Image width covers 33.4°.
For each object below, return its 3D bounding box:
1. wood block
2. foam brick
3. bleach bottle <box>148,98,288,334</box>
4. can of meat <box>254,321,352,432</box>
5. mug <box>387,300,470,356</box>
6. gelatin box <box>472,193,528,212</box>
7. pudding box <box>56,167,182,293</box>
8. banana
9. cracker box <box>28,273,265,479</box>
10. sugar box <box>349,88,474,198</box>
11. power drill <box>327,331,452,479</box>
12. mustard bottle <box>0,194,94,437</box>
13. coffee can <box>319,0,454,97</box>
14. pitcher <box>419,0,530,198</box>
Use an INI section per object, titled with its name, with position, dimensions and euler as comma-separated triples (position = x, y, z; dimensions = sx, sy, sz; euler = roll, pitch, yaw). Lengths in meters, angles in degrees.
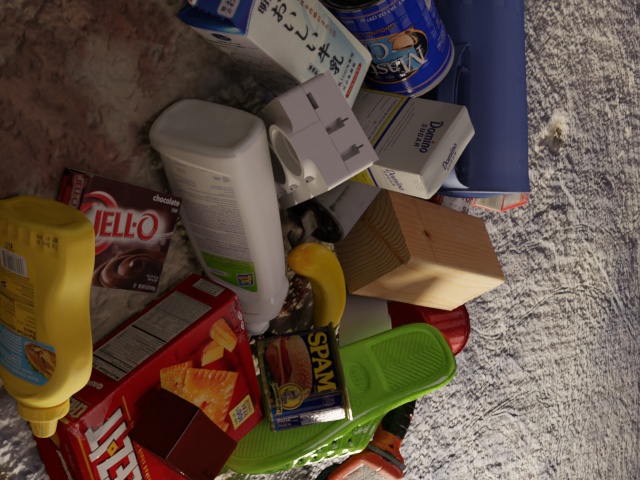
[wood block]
position = 0.115, 0.015, 1.231
dimensions = 0.205, 0.090, 0.091
euler = 13, 53, -51
[foam brick]
position = -0.120, 0.174, 0.934
dimensions = 0.053, 0.051, 0.078
euler = -55, 142, -18
[bleach bottle]
position = -0.085, -0.008, 0.997
dimensions = 0.068, 0.103, 0.251
euler = -54, 150, -38
[can of meat]
position = -0.018, 0.141, 1.093
dimensions = 0.057, 0.084, 0.102
euler = 81, -2, -55
[mug]
position = 0.121, 0.116, 1.347
dimensions = 0.081, 0.093, 0.117
euler = -4, 146, -48
[gelatin box]
position = 0.212, -0.065, 1.372
dimensions = 0.073, 0.089, 0.030
euler = -15, 116, -51
[pudding box]
position = -0.177, -0.007, 0.906
dimensions = 0.113, 0.039, 0.090
euler = 13, 95, -55
[banana]
position = 0.000, 0.047, 1.106
dimensions = 0.198, 0.037, 0.069
euler = 76, 26, -56
[cracker box]
position = -0.153, 0.158, 0.989
dimensions = 0.213, 0.072, 0.164
euler = -39, 134, -37
[sugar box]
position = 0.053, -0.102, 1.057
dimensions = 0.093, 0.176, 0.048
euler = -55, 142, -23
[power drill]
position = 0.072, 0.206, 1.242
dimensions = 0.185, 0.057, 0.187
euler = -50, -168, 53
[mustard bottle]
position = -0.218, 0.067, 0.834
dimensions = 0.058, 0.096, 0.192
euler = -20, 121, -49
[coffee can]
position = 0.067, -0.224, 1.083
dimensions = 0.102, 0.103, 0.140
euler = -58, 144, -17
[pitcher]
position = 0.169, -0.168, 1.199
dimensions = 0.144, 0.149, 0.243
euler = -1, 94, -19
